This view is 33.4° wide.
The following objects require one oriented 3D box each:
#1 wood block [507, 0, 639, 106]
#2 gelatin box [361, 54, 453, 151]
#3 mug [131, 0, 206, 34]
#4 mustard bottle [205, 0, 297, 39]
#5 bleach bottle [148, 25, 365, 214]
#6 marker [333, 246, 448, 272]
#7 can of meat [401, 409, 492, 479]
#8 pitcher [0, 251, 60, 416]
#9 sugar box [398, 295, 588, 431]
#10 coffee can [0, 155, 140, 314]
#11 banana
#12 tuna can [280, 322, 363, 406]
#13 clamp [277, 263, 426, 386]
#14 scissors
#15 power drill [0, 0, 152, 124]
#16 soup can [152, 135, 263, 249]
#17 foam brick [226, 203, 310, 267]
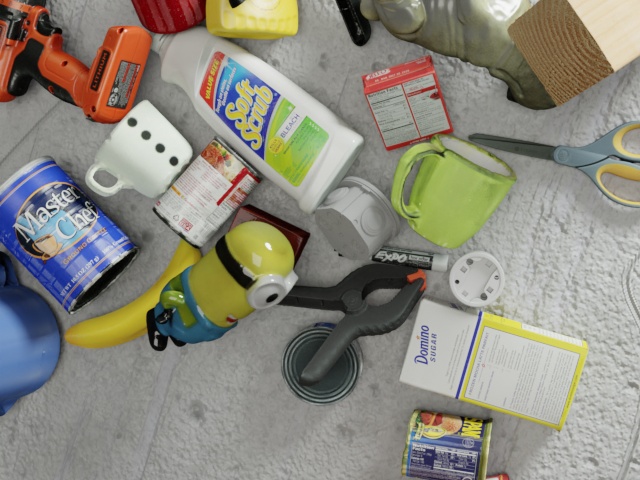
[{"bbox_3d":[0.285,-0.219,0.977,0.205,0.091,0.090,-34,89,-24],"label":"wood block"},{"bbox_3d":[0.088,-0.138,1.076,0.073,0.030,0.089,-16,137,11],"label":"gelatin box"},{"bbox_3d":[-0.151,-0.274,1.095,0.093,0.081,0.117,17,55,29],"label":"mug"},{"bbox_3d":[-0.070,-0.304,1.083,0.096,0.058,0.191,-4,95,-33],"label":"mustard bottle"},{"bbox_3d":[-0.081,-0.139,1.114,0.251,0.068,0.103,36,101,7],"label":"bleach bottle"},{"bbox_3d":[0.074,0.016,1.125,0.121,0.020,0.020,9,97,8],"label":"marker"},{"bbox_3d":[0.131,0.213,1.095,0.084,0.102,0.057,7,98,11],"label":"can of meat"},{"bbox_3d":[-0.384,0.106,1.099,0.145,0.242,0.149,-41,81,13],"label":"pitcher"},{"bbox_3d":[0.178,0.125,1.106,0.176,0.048,0.093,17,99,11],"label":"sugar box"},{"bbox_3d":[-0.278,-0.006,1.140,0.140,0.102,0.103,46,101,2],"label":"coffee can"},{"bbox_3d":[-0.195,0.067,1.170,0.198,0.037,0.070,-42,59,8],"label":"banana"},{"bbox_3d":[0.002,0.131,1.141,0.086,0.033,0.086,1,96,9],"label":"tuna can"},{"bbox_3d":[0.025,0.065,1.112,0.171,0.039,0.120,-29,67,-13],"label":"clamp"},{"bbox_3d":[0.261,-0.101,1.083,0.202,0.016,0.096,27,98,6],"label":"scissors"},{"bbox_3d":[-0.269,-0.214,1.120,0.188,0.057,0.184,24,103,25],"label":"power drill"},{"bbox_3d":[-0.118,-0.049,1.117,0.068,0.068,0.102,42,91,3],"label":"soup can"},{"bbox_3d":[-0.057,0.001,1.129,0.078,0.051,0.053,27,99,6],"label":"foam brick"}]
